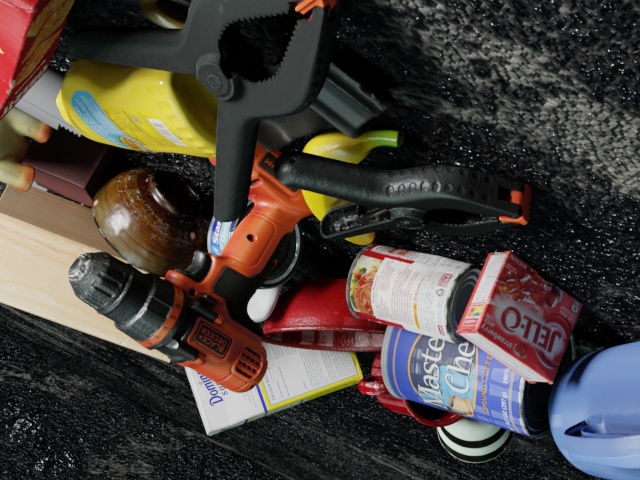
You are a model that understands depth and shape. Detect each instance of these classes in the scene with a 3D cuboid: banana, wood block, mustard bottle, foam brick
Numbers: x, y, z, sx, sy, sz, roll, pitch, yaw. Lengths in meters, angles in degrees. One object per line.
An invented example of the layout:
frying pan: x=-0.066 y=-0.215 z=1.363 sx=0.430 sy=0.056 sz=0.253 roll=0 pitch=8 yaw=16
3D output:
banana: x=0.016 y=-0.041 z=0.813 sx=0.069 sy=0.037 sz=0.198 roll=26 pitch=162 yaw=6
wood block: x=-0.226 y=0.030 z=1.042 sx=0.206 sy=0.090 sz=0.091 roll=22 pitch=-160 yaw=-14
mustard bottle: x=-0.143 y=-0.105 z=0.818 sx=0.192 sy=0.058 sz=0.096 roll=8 pitch=155 yaw=43
foam brick: x=-0.242 y=-0.074 z=1.043 sx=0.078 sy=0.053 sz=0.051 roll=22 pitch=161 yaw=17

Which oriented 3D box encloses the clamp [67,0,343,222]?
clamp: x=-0.053 y=-0.097 z=0.664 sx=0.210 sy=0.036 sz=0.164 roll=-19 pitch=114 yaw=44

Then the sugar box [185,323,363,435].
sugar box: x=-0.051 y=0.135 z=1.140 sx=0.176 sy=0.093 sz=0.048 roll=-18 pitch=167 yaw=-10

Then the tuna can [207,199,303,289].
tuna can: x=-0.056 y=0.001 z=0.947 sx=0.034 sy=0.086 sz=0.086 roll=2 pitch=150 yaw=47

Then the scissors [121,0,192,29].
scissors: x=-0.145 y=-0.168 z=0.719 sx=0.202 sy=0.016 sz=0.096 roll=7 pitch=153 yaw=45

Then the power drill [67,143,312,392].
power drill: x=-0.089 y=0.005 z=0.841 sx=0.184 sy=0.187 sz=0.057 roll=37 pitch=160 yaw=-34

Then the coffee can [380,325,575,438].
coffee can: x=0.139 y=0.107 z=0.946 sx=0.141 sy=0.102 sz=0.102 roll=12 pitch=157 yaw=36

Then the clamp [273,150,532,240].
clamp: x=0.054 y=-0.032 z=0.733 sx=0.172 sy=0.039 sz=0.120 roll=-4 pitch=163 yaw=27

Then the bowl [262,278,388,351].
bowl: x=0.018 y=0.072 z=1.039 sx=0.162 sy=0.055 sz=0.162 roll=2 pitch=167 yaw=0

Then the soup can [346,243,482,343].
soup can: x=0.083 y=0.044 z=0.908 sx=0.102 sy=0.068 sz=0.068 roll=12 pitch=157 yaw=35

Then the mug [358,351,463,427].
mug: x=0.094 y=0.145 z=1.109 sx=0.117 sy=0.093 sz=0.082 roll=-9 pitch=-178 yaw=-24

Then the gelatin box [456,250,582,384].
gelatin box: x=0.159 y=0.062 z=0.843 sx=0.089 sy=0.073 sz=0.030 roll=34 pitch=159 yaw=-22
